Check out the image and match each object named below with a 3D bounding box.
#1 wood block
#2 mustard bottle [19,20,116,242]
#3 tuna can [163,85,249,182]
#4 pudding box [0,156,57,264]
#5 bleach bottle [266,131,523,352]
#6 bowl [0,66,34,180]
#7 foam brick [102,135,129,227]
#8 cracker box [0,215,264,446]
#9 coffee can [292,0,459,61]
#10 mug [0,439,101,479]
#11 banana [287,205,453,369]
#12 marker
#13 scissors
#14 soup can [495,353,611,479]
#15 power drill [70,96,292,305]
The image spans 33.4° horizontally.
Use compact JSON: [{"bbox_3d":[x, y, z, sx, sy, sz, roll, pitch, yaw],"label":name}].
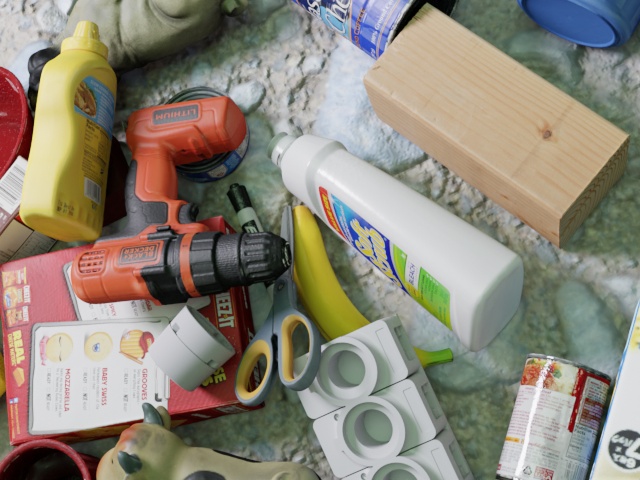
[{"bbox_3d":[0.147,-0.097,0.903,0.206,0.090,0.091,39,85,20],"label":"wood block"},{"bbox_3d":[-0.214,-0.100,0.929,0.058,0.096,0.191,1,76,15],"label":"mustard bottle"},{"bbox_3d":[-0.110,-0.098,0.993,0.086,0.033,0.086,-4,74,12],"label":"tuna can"},{"bbox_3d":[-0.279,-0.011,0.979,0.039,0.090,0.113,37,85,18],"label":"pudding box"},{"bbox_3d":[0.053,-0.014,0.907,0.251,0.102,0.068,36,68,26],"label":"bleach bottle"},{"bbox_3d":[-0.327,-0.085,1.018,0.162,0.055,0.162,-12,63,24],"label":"bowl"},{"bbox_3d":[-0.208,-0.060,0.996,0.053,0.051,0.078,-29,70,4],"label":"foam brick"},{"bbox_3d":[-0.167,0.084,0.936,0.214,0.072,0.164,-12,74,9],"label":"cracker box"},{"bbox_3d":[0.040,-0.231,0.958,0.140,0.102,0.103,39,86,20],"label":"coffee can"},{"bbox_3d":[-0.224,0.230,0.902,0.093,0.081,0.117,16,79,17],"label":"mug"},{"bbox_3d":[0.023,0.055,0.920,0.069,0.037,0.198,-37,70,-21],"label":"banana"},{"bbox_3d":[-0.056,0.001,0.960,0.020,0.020,0.121,-26,70,5],"label":"marker"},{"bbox_3d":[-0.042,0.058,0.886,0.096,0.016,0.202,-42,34,18],"label":"scissors"},{"bbox_3d":[0.182,0.147,0.836,0.068,0.068,0.102,14,79,17],"label":"soup can"},{"bbox_3d":[-0.108,-0.034,0.888,0.184,0.057,0.187,-6,51,13],"label":"power drill"}]
